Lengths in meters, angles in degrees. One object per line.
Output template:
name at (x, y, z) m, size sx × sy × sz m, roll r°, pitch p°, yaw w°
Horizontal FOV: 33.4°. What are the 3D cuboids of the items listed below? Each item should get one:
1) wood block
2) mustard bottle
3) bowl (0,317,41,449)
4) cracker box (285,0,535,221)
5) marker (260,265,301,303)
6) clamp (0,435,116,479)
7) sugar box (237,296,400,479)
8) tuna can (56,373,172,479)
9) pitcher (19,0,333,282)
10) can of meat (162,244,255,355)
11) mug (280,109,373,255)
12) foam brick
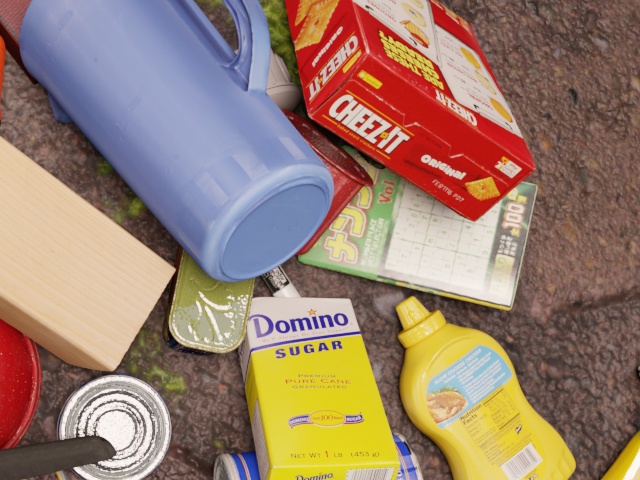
wood block at (-0.219, -0.001, 0.751) m, size 0.206 × 0.090 × 0.090 m, roll 40°, pitch 68°, yaw -27°
mustard bottle at (0.119, 0.130, 0.867) m, size 0.096 × 0.058 × 0.191 m, roll -32°, pitch 89°, yaw -19°
bowl at (-0.285, 0.100, 0.772) m, size 0.162 × 0.055 × 0.162 m, roll 2°, pitch 80°, yaw -14°
cracker box at (0.058, -0.131, 0.808) m, size 0.164 × 0.072 × 0.214 m, roll 29°, pitch 30°, yaw -28°
marker at (-0.056, 0.001, 0.866) m, size 0.020 × 0.020 × 0.121 m, roll -33°, pitch 89°, yaw -18°
clamp at (-0.255, 0.167, 0.723) m, size 0.210 × 0.036 × 0.164 m, roll 33°, pitch 82°, yaw -6°
sugar box at (-0.007, 0.112, 0.791) m, size 0.093 × 0.048 × 0.176 m, roll 1°, pitch 39°, yaw -15°
tuna can at (-0.156, 0.144, 0.807) m, size 0.086 × 0.034 × 0.086 m, roll 3°, pitch 79°, yaw -14°
pitcher at (-0.095, -0.096, 0.753) m, size 0.145 × 0.149 × 0.243 m, roll -33°, pitch 63°, yaw -17°
can of meat at (-0.086, 0.037, 0.818) m, size 0.057 × 0.084 × 0.102 m, roll 12°, pitch 77°, yaw -12°
mug at (-0.019, -0.039, 0.827) m, size 0.093 × 0.117 × 0.081 m, roll 37°, pitch 103°, yaw -13°
foam brick at (-0.227, -0.172, 0.837) m, size 0.051 × 0.053 × 0.078 m, roll -38°, pitch 92°, yaw -17°
